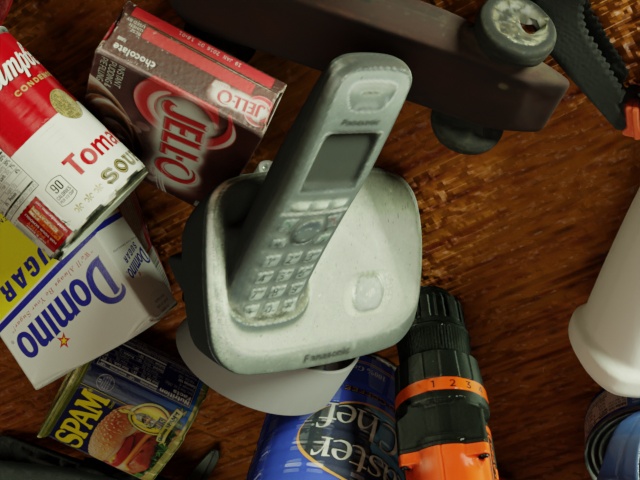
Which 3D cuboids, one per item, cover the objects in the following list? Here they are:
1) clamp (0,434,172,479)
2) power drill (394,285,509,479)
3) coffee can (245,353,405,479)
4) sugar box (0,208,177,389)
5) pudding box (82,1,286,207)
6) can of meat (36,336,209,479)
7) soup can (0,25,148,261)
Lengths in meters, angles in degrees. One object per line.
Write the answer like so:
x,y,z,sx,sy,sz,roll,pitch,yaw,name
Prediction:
-0.168,0.171,0.758,0.171,0.120,0.039,16,93,-12,clamp
0.085,0.143,0.641,0.057,0.184,0.187,-11,142,13,power drill
0.006,0.150,0.659,0.103,0.140,0.103,6,126,9,coffee can
-0.169,-0.011,0.609,0.093,0.048,0.176,-30,95,20,sugar box
-0.077,-0.065,0.562,0.090,0.039,0.114,28,156,-6,pudding box
-0.130,0.108,0.711,0.084,0.057,0.102,28,133,-11,can of meat
-0.146,-0.047,0.538,0.102,0.068,0.069,45,123,-7,soup can
